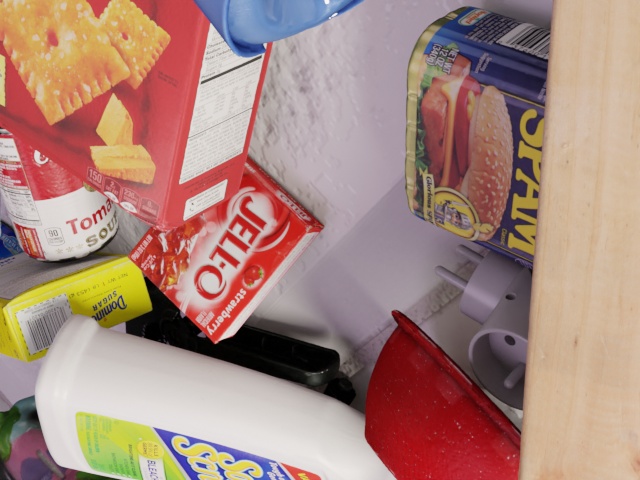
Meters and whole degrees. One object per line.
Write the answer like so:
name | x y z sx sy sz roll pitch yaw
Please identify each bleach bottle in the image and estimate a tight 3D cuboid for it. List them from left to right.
bleach bottle | -0.035 0.116 0.631 0.251 0.068 0.102 11 137 8

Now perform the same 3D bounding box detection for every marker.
marker | -0.008 0.132 0.686 0.020 0.020 0.121 38 125 14

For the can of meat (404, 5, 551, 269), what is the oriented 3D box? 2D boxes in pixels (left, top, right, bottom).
can of meat | 0.084 -0.040 0.447 0.084 0.057 0.102 26 136 31

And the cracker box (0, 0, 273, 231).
cracker box | -0.102 -0.133 0.518 0.164 0.072 0.214 33 131 20

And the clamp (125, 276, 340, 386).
clamp | -0.075 0.060 0.699 0.164 0.036 0.210 49 142 11

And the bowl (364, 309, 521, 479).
bowl | 0.071 0.110 0.519 0.162 0.055 0.162 47 178 2

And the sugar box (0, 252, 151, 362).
sugar box | -0.198 0.040 0.735 0.177 0.093 0.048 -1 108 56

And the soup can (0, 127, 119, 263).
soup can | -0.173 -0.044 0.685 0.069 0.068 0.102 19 133 33

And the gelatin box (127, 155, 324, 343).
gelatin box | -0.054 0.001 0.601 0.073 0.030 0.089 43 105 11
